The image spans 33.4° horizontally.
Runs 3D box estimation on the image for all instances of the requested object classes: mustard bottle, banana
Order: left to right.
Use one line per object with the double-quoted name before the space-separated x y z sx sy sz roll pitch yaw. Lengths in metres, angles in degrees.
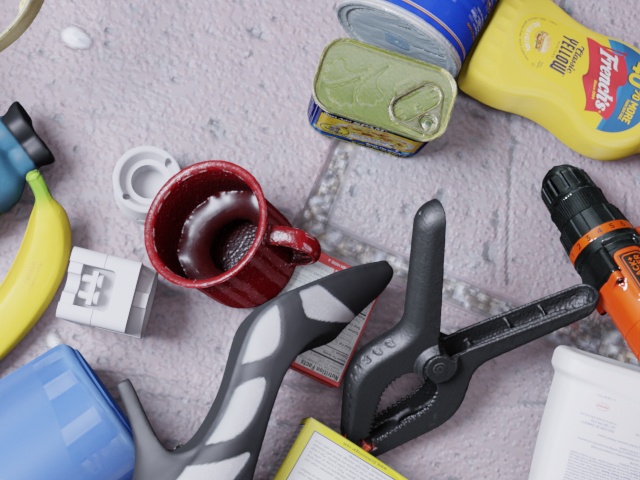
"banana" -0.234 0.045 0.767 0.069 0.037 0.198 33 88 -31
"mustard bottle" 0.209 -0.116 0.826 0.191 0.058 0.096 28 68 -2

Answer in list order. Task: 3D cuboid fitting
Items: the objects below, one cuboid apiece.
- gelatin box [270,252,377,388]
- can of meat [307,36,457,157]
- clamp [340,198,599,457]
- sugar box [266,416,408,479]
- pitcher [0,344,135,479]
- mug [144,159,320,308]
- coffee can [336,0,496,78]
"gelatin box" -0.004 0.056 0.800 0.073 0.030 0.089 25 81 -3
"can of meat" 0.042 -0.102 0.796 0.102 0.084 0.057 17 82 -3
"clamp" 0.075 0.072 0.754 0.164 0.036 0.210 34 109 -29
"sugar box" -0.016 0.221 0.736 0.093 0.048 0.176 33 78 -2
"pitcher" -0.236 0.188 0.722 0.242 0.149 0.145 -35 73 -12
"mug" -0.055 0.001 0.758 0.117 0.081 0.093 2 72 22
"coffee can" 0.089 -0.206 0.804 0.103 0.103 0.140 29 81 -1
